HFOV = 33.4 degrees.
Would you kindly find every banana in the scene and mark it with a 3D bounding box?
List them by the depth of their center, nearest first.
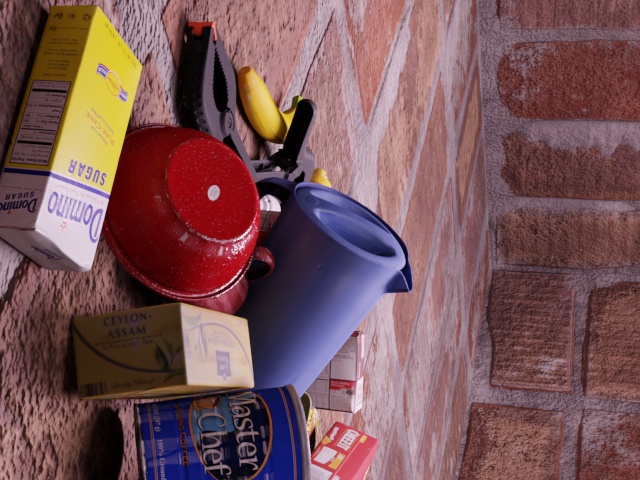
[{"bbox_3d":[-0.058,-0.150,1.243,0.197,0.037,0.069,11,68,-76],"label":"banana"}]

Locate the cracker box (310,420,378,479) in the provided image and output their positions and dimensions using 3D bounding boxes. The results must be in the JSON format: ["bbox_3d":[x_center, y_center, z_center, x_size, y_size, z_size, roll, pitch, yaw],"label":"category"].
[{"bbox_3d":[-0.006,0.362,1.356,0.164,0.072,0.214,-40,149,-61],"label":"cracker box"}]

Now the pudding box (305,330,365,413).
[{"bbox_3d":[0.012,0.177,1.473,0.039,0.090,0.113,-15,109,-72],"label":"pudding box"}]

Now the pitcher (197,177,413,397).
[{"bbox_3d":[-0.037,0.065,1.062,0.243,0.144,0.149,-56,-141,21],"label":"pitcher"}]

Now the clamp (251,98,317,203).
[{"bbox_3d":[-0.036,-0.097,1.251,0.120,0.039,0.171,-42,164,0],"label":"clamp"}]

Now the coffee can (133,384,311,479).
[{"bbox_3d":[-0.087,0.184,0.925,0.103,0.140,0.103,175,-90,-78],"label":"coffee can"}]

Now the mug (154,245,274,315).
[{"bbox_3d":[-0.100,0.026,0.984,0.081,0.117,0.093,73,9,-63],"label":"mug"}]

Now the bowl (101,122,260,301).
[{"bbox_3d":[-0.105,-0.033,0.891,0.161,0.055,0.162,18,61,-35],"label":"bowl"}]

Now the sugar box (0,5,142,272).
[{"bbox_3d":[-0.182,-0.073,0.780,0.093,0.048,0.176,56,39,-66],"label":"sugar box"}]

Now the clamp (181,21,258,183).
[{"bbox_3d":[-0.109,-0.109,1.058,0.164,0.036,0.210,-63,150,-57],"label":"clamp"}]
